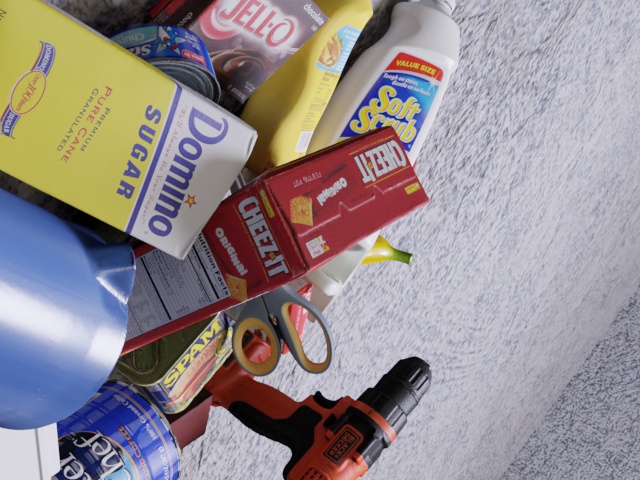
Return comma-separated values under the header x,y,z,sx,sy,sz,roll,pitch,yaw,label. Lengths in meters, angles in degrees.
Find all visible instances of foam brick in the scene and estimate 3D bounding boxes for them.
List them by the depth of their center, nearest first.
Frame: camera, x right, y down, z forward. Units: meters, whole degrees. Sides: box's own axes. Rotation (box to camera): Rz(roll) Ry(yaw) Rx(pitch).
x,y,z,sx,sy,sz,roll,pitch,yaw,label
-0.143,0.159,0.951,0.078,0.053,0.051,-32,146,-45,foam brick

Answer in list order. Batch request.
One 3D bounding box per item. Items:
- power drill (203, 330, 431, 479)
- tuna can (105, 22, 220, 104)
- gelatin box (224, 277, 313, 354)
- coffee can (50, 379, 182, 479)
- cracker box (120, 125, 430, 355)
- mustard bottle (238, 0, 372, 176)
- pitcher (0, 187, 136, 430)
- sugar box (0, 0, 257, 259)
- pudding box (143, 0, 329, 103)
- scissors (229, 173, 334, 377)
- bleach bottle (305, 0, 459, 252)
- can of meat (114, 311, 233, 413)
x,y,z,sx,sy,sz,roll,pitch,yaw,label
-0.011,0.144,1.016,0.184,0.188,0.057,-46,152,-20,power drill
-0.109,-0.098,0.675,0.086,0.034,0.086,-14,153,-8,tuna can
-0.051,0.048,0.943,0.030,0.089,0.073,-36,148,-40,gelatin box
-0.193,0.187,0.830,0.140,0.103,0.103,-34,147,-42,coffee can
-0.055,0.001,0.755,0.214,0.072,0.163,-25,-177,37,cracker box
-0.008,-0.143,0.826,0.192,0.058,0.096,-63,168,13,mustard bottle
-0.224,0.021,0.559,0.149,0.145,0.242,-66,153,-9,pitcher
-0.129,-0.066,0.607,0.176,0.048,0.093,29,97,-31,sugar box
-0.055,-0.152,0.728,0.090,0.039,0.113,-42,159,10,pudding box
-0.061,0.032,0.886,0.096,0.201,0.016,-29,-171,19,scissors
0.051,-0.120,0.937,0.250,0.102,0.068,-64,-159,-13,bleach bottle
-0.121,0.089,0.903,0.102,0.057,0.084,-49,157,-17,can of meat
